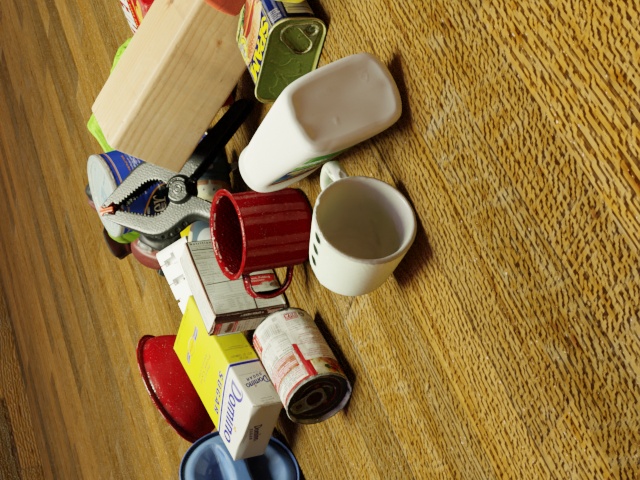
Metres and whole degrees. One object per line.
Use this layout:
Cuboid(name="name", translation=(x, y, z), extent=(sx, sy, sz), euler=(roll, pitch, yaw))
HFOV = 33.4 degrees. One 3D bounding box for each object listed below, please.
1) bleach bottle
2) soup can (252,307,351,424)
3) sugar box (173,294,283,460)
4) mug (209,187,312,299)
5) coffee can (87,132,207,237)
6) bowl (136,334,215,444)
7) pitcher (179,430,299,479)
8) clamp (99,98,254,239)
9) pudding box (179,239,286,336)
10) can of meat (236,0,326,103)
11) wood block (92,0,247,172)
Cuboid(name="bleach bottle", translation=(-0.014, -0.092, 0.972), extent=(0.068, 0.102, 0.251), euler=(65, 163, 2))
Cuboid(name="soup can", translation=(-0.020, 0.123, 1.064), extent=(0.102, 0.068, 0.068), euler=(-122, 34, -45))
Cuboid(name="sugar box", translation=(-0.108, 0.151, 1.209), extent=(0.176, 0.048, 0.093), euler=(56, 140, 39))
Cuboid(name="mug", translation=(-0.057, 0.001, 1.090), extent=(0.093, 0.081, 0.117), euler=(-8, 90, 64))
Cuboid(name="coffee can", translation=(-0.200, -0.072, 1.303), extent=(0.103, 0.140, 0.103), euler=(45, 144, 45))
Cuboid(name="bowl", translation=(-0.167, 0.180, 1.375), extent=(0.162, 0.055, 0.162), euler=(56, -169, -17))
Cuboid(name="pitcher", translation=(-0.099, 0.339, 1.257), extent=(0.145, 0.149, 0.243), euler=(42, 139, 35))
Cuboid(name="clamp", translation=(-0.149, -0.066, 1.190), extent=(0.036, 0.210, 0.164), euler=(21, -117, -71))
Cuboid(name="pudding box", translation=(-0.097, 0.047, 1.188), extent=(0.039, 0.089, 0.113), euler=(108, 145, -44))
Cuboid(name="can of meat", translation=(-0.041, -0.198, 1.030), extent=(0.102, 0.057, 0.084), euler=(108, 148, -46))
Cuboid(name="wood block", translation=(-0.145, -0.187, 1.120), extent=(0.206, 0.090, 0.091), euler=(-55, 40, 19))
